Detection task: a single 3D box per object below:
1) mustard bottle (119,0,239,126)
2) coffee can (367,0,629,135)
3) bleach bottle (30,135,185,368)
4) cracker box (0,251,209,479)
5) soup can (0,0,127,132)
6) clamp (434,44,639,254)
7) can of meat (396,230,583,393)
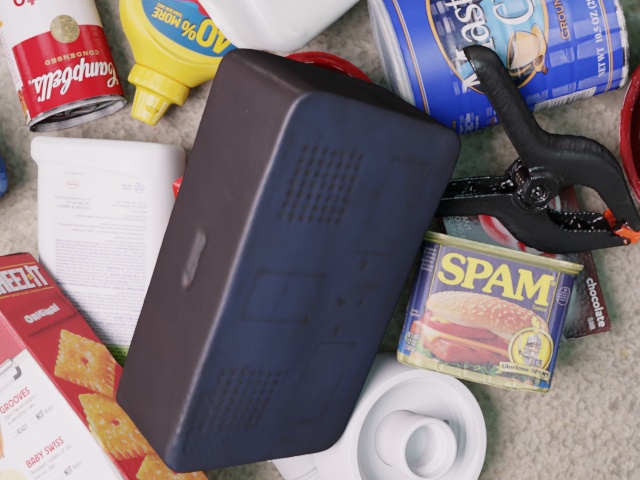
[{"bbox_3d":[-0.079,-0.166,0.709,0.096,0.058,0.191,24,92,-20],"label":"mustard bottle"},{"bbox_3d":[0.111,-0.126,0.682,0.140,0.103,0.103,-16,90,2],"label":"coffee can"},{"bbox_3d":[-0.146,0.059,0.715,0.102,0.068,0.251,5,94,10],"label":"bleach bottle"},{"bbox_3d":[-0.183,0.139,0.668,0.164,0.072,0.214,-47,75,22],"label":"cracker box"},{"bbox_3d":[-0.176,-0.131,0.711,0.068,0.068,0.102,-17,90,2],"label":"soup can"},{"bbox_3d":[0.120,-0.032,0.661,0.171,0.039,0.120,32,120,-19],"label":"clamp"},{"bbox_3d":[0.103,0.044,0.667,0.102,0.057,0.084,13,92,4],"label":"can of meat"}]
